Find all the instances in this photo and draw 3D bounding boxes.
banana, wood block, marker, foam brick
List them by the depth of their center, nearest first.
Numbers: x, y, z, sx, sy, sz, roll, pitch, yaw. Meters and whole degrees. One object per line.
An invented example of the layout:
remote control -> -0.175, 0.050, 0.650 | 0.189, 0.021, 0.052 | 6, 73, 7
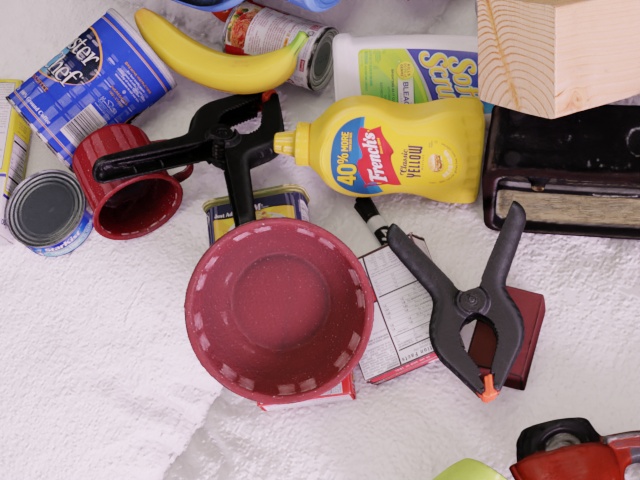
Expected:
wood block -> 0.239, -0.173, 0.902 | 0.205, 0.091, 0.090 | -18, 26, -30
foam brick -> 0.161, 0.083, 0.929 | 0.051, 0.053, 0.078 | 13, 72, 18
marker -> 0.066, 0.005, 1.000 | 0.020, 0.020, 0.121 | -31, 66, -1
banana -> -0.102, -0.184, 1.058 | 0.198, 0.037, 0.069 | 13, 94, 21

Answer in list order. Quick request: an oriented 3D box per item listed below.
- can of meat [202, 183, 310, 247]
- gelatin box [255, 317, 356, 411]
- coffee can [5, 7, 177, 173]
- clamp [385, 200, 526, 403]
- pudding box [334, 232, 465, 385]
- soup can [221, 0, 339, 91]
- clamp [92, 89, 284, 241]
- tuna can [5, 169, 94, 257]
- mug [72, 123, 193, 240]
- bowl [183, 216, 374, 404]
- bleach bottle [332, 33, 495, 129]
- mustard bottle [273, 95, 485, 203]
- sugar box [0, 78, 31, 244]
can of meat -> -0.057, 0.001, 1.010 | 0.102, 0.057, 0.084 | -11, 68, 8
gelatin box -> -0.016, 0.113, 0.971 | 0.089, 0.030, 0.073 | -10, 68, 9
coffee can -> -0.232, -0.152, 1.086 | 0.140, 0.102, 0.103 | -42, 66, -5
clamp -> 0.135, 0.046, 0.899 | 0.120, 0.039, 0.171 | -21, 73, 8
pudding box -> 0.067, 0.062, 0.953 | 0.090, 0.039, 0.113 | -25, 71, 18
soup can -> -0.039, -0.197, 1.078 | 0.102, 0.068, 0.068 | 21, 75, 19
clamp -> -0.104, -0.089, 1.011 | 0.164, 0.036, 0.209 | 18, 42, 10
tuna can -> -0.273, -0.027, 1.084 | 0.086, 0.033, 0.086 | -5, 68, 11
mug -> -0.183, -0.065, 1.052 | 0.117, 0.093, 0.081 | -25, 60, -11
bowl -> -0.035, 0.058, 0.928 | 0.162, 0.055, 0.162 | 0, 96, 0
bleach bottle -> 0.141, -0.155, 1.014 | 0.251, 0.068, 0.102 | -3, 93, 10
mustard bottle -> 0.053, -0.086, 0.985 | 0.191, 0.096, 0.058 | 3, 34, 5
sugar box -> -0.359, -0.082, 1.120 | 0.093, 0.048, 0.176 | -1, 73, 13
